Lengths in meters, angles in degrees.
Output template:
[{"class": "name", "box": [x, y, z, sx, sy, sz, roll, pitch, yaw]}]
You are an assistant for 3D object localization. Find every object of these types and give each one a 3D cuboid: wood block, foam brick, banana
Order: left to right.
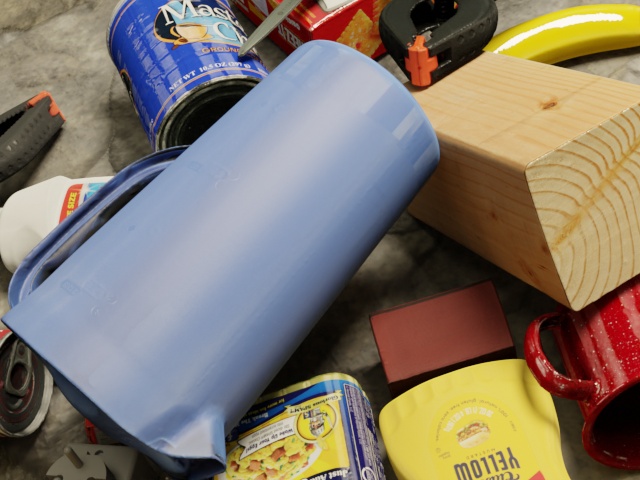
[{"class": "foam brick", "box": [0.074, 0.067, 0.634, 0.078, 0.053, 0.051, -17, 49, 2]}, {"class": "wood block", "box": [0.118, -0.047, 0.638, 0.090, 0.090, 0.206, -29, 23, -10]}, {"class": "banana", "box": [0.162, -0.133, 0.788, 0.197, 0.037, 0.070, -29, 68, -8]}]

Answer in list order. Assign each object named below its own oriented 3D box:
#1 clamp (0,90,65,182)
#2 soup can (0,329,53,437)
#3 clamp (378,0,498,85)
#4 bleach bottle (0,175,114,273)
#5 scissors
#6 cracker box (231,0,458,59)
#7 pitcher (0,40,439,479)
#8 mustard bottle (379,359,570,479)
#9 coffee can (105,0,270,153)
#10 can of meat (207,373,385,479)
[{"class": "clamp", "box": [-0.275, -0.043, 0.807, 0.209, 0.036, 0.165, -40, 31, -23]}, {"class": "soup can", "box": [-0.233, 0.090, 0.682, 0.102, 0.068, 0.068, -2, 51, 19]}, {"class": "clamp", "box": [0.078, -0.165, 0.734, 0.120, 0.039, 0.171, 5, 40, 30]}, {"class": "bleach bottle", "box": [-0.132, 0.002, 0.737, 0.251, 0.068, 0.102, 2, 55, 20]}, {"class": "scissors", "box": [-0.015, -0.204, 0.800, 0.201, 0.016, 0.096, -39, 50, -24]}, {"class": "cracker box", "box": [0.039, -0.237, 0.881, 0.213, 0.072, 0.164, -33, 52, -14]}, {"class": "pitcher", "box": [-0.054, 0.001, 0.597, 0.149, 0.145, 0.242, 44, 74, -8]}, {"class": "mustard bottle", "box": [0.099, 0.157, 0.550, 0.096, 0.058, 0.192, -18, 50, 1]}, {"class": "coffee can", "box": [-0.093, -0.120, 0.798, 0.102, 0.103, 0.140, -24, 50, -6]}, {"class": "can of meat", "box": [-0.014, 0.131, 0.596, 0.102, 0.057, 0.084, -20, 47, 10]}]
